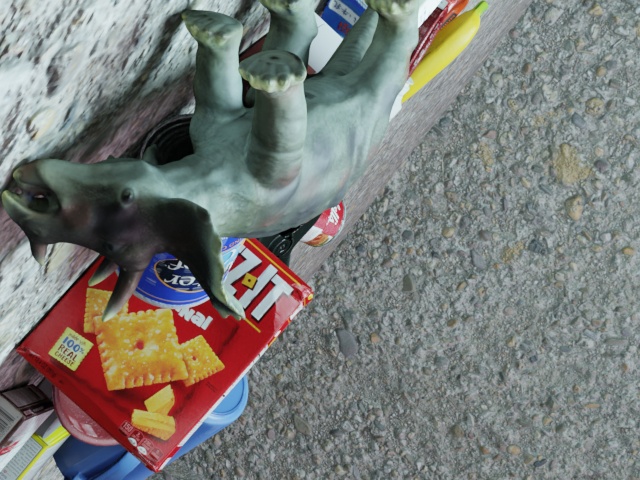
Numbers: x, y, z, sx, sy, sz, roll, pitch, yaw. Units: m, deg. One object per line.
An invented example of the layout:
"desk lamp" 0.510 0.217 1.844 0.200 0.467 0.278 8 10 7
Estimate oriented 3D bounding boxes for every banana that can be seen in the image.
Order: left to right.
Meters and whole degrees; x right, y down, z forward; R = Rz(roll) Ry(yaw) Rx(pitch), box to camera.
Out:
"banana" 0.124 -0.208 1.276 0.198 0.037 0.069 -40 176 26

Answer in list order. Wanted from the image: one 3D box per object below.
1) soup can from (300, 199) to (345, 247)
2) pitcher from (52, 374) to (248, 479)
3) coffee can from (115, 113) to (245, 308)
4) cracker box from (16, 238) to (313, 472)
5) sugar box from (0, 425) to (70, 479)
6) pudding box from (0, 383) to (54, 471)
"soup can" -0.029 -0.037 1.148 0.068 0.069 0.102 -51 142 15
"pitcher" -0.199 0.206 1.224 0.144 0.149 0.243 8 149 -44
"coffee can" -0.106 -0.020 0.851 0.102 0.103 0.140 -46 174 -33
"cracker box" -0.135 0.074 0.955 0.213 0.164 0.072 -48 177 -9
"sugar box" -0.353 0.265 1.192 0.176 0.048 0.093 -47 177 9
"pudding box" -0.314 0.194 1.022 0.113 0.039 0.090 -48 176 2
